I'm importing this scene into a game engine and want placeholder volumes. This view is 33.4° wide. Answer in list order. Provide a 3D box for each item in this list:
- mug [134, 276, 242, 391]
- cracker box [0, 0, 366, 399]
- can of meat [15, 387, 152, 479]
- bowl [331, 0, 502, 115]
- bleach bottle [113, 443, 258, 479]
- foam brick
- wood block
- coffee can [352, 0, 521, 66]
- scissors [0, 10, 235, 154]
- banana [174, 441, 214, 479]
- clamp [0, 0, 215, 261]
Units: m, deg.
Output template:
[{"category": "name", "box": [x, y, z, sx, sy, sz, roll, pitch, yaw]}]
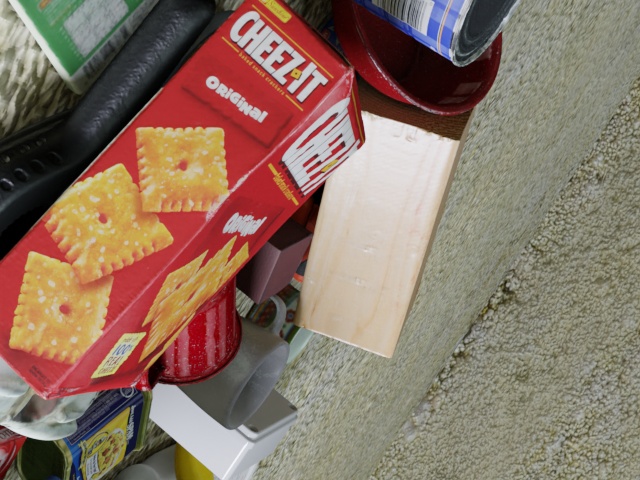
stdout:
[{"category": "mug", "box": [-0.105, 0.051, 0.750, 0.081, 0.093, 0.117, 97, 16, -51]}, {"category": "cracker box", "box": [-0.070, -0.014, 0.574, 0.213, 0.072, 0.164, -46, 173, -1]}, {"category": "can of meat", "box": [-0.177, 0.142, 0.795, 0.083, 0.057, 0.102, -39, 157, -39]}, {"category": "bowl", "box": [0.060, -0.163, 0.772, 0.055, 0.162, 0.161, -14, -159, 47]}, {"category": "bleach bottle", "box": [-0.148, 0.248, 1.093, 0.102, 0.068, 0.250, -60, 162, 3]}, {"category": "foam brick", "box": [-0.055, 0.001, 0.825, 0.051, 0.078, 0.053, -28, 148, -56]}, {"category": "wood block", "box": [0.049, -0.023, 0.847, 0.090, 0.090, 0.206, -61, 168, -55]}, {"category": "coffee can", "box": [0.052, -0.184, 0.642, 0.102, 0.140, 0.103, -49, 163, -21]}, {"category": "scissors", "box": [-0.113, -0.071, 0.620, 0.201, 0.016, 0.096, -40, 162, -32]}, {"category": "banana", "box": [-0.103, 0.187, 1.059, 0.037, 0.069, 0.197, 125, -17, -48]}, {"category": "clamp", "box": [-0.131, -0.033, 0.570, 0.210, 0.036, 0.164, -43, 168, -12]}]
